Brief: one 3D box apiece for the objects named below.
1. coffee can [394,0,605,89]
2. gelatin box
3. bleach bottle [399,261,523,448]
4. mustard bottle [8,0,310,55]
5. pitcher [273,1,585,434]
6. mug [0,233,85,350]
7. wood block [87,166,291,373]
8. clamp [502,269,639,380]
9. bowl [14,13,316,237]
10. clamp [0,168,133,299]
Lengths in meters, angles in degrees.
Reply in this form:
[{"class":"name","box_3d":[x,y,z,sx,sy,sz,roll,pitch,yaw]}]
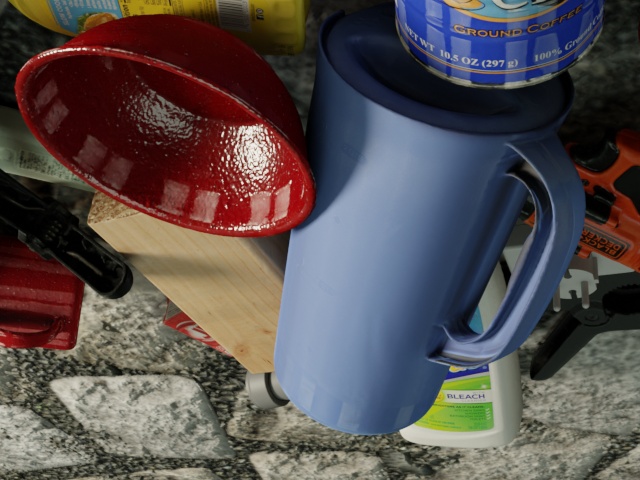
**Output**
[{"class":"coffee can","box_3d":[0.079,-0.151,0.468,0.103,0.102,0.140,0,146,9]},{"class":"gelatin box","box_3d":[-0.074,0.058,0.867,0.073,0.030,0.089,30,139,-31]},{"class":"bleach bottle","box_3d":[0.085,0.052,0.764,0.103,0.068,0.251,1,136,20]},{"class":"mustard bottle","box_3d":[-0.101,-0.142,0.550,0.191,0.058,0.096,4,152,3]},{"class":"pitcher","box_3d":[0.049,0.002,0.601,0.145,0.149,0.243,13,128,0]},{"class":"mug","box_3d":[-0.221,0.044,0.803,0.081,0.117,0.093,8,114,-12]},{"class":"wood block","box_3d":[-0.054,0.001,0.727,0.090,0.091,0.206,-12,142,24]},{"class":"clamp","box_3d":[0.191,0.040,0.792,0.164,0.036,0.210,31,140,-30]},{"class":"bowl","box_3d":[-0.071,-0.066,0.552,0.162,0.055,0.162,16,154,8]},{"class":"clamp","box_3d":[-0.174,-0.002,0.712,0.120,0.039,0.171,44,174,-3]}]
